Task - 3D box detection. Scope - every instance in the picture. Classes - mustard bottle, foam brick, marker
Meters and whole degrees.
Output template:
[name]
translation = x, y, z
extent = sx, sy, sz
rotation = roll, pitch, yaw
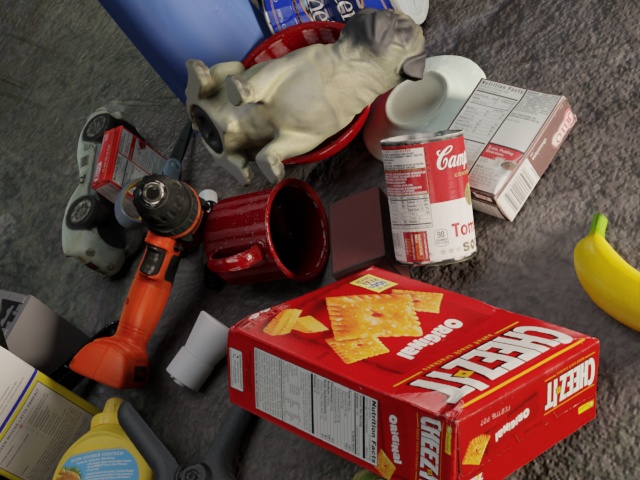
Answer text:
[mustard bottle]
translation = -0.183, 0.221, 0.903
extent = 0.096, 0.058, 0.191
rotation = -12, 51, 15
[foam brick]
translation = 0.041, 0.003, 0.914
extent = 0.051, 0.053, 0.078
rotation = -20, 48, 22
[marker]
translation = -0.107, -0.001, 1.046
extent = 0.020, 0.020, 0.121
rotation = -25, 47, 18

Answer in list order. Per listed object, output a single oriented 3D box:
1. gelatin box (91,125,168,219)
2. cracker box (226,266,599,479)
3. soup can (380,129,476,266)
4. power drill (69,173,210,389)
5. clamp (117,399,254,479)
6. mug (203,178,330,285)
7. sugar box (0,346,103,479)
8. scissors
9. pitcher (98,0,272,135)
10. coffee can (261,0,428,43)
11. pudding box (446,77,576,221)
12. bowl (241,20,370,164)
[gelatin box]
translation = -0.191, -0.064, 1.101
extent = 0.030, 0.089, 0.073
rotation = -21, 48, 32
[cracker box]
translation = 0.062, 0.091, 0.760
extent = 0.163, 0.072, 0.214
rotation = -20, 26, -41
[soup can]
translation = 0.088, -0.035, 0.865
extent = 0.069, 0.068, 0.102
rotation = -2, 100, 34
[power drill]
translation = -0.155, 0.036, 0.943
extent = 0.057, 0.184, 0.187
rotation = 23, 84, 7
[clamp]
translation = -0.113, 0.194, 0.869
extent = 0.120, 0.039, 0.171
rotation = -4, 52, 7
[mug]
translation = -0.056, 0.001, 0.951
extent = 0.082, 0.093, 0.117
rotation = -10, 20, 35
[sugar box]
translation = -0.266, 0.156, 0.927
extent = 0.048, 0.176, 0.093
rotation = 15, 68, 41
[scissors]
translation = -0.143, -0.057, 1.104
extent = 0.016, 0.096, 0.201
rotation = -41, 7, 37
[pitcher]
translation = -0.134, -0.239, 1.084
extent = 0.145, 0.242, 0.149
rotation = -30, 45, 12
[coffee can]
translation = 0.025, -0.251, 1.082
extent = 0.141, 0.102, 0.102
rotation = -10, 53, 29
[pudding box]
translation = 0.150, -0.080, 0.912
extent = 0.090, 0.039, 0.113
rotation = 22, 71, 44
[bowl]
translation = -0.011, -0.133, 1.041
extent = 0.162, 0.055, 0.162
rotation = -11, 60, 20
